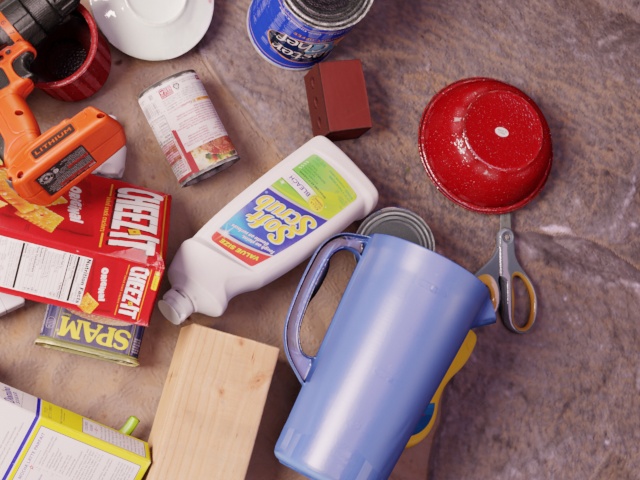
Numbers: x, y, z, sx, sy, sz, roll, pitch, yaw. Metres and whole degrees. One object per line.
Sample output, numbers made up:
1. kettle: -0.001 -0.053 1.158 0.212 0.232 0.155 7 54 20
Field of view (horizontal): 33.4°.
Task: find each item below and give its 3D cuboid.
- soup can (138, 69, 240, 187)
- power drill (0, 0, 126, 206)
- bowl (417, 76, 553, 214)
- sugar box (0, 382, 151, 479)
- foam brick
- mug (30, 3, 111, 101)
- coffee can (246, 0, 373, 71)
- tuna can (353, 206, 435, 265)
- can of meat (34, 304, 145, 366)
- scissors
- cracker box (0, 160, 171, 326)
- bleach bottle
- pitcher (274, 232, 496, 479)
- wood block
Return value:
1. soup can: -0.134 -0.114 1.086 0.068 0.069 0.102 -27 90 -17
2. power drill: -0.253 -0.136 0.950 0.184 0.057 0.188 -40 64 -3
3. bowl: 0.191 -0.113 1.174 0.162 0.055 0.162 2 77 -11
4. sugar box: -0.254 0.198 0.974 0.176 0.048 0.093 28 98 -16
5. foam brick: 0.018 -0.149 1.140 0.051 0.053 0.078 -8 84 -16
6. mug: -0.264 -0.189 1.047 0.117 0.081 0.093 27 86 7
7. coffee can: -0.012 -0.243 1.098 0.102 0.140 0.103 2 82 -15
8. tuna can: 0.077 0.007 1.130 0.086 0.033 0.086 0 96 2
9. can of meat: -0.218 0.072 1.044 0.102 0.057 0.084 15 77 -13
10. scissors: 0.189 0.007 1.185 0.096 0.016 0.202 -10 84 -15
11. cracker box: -0.250 -0.012 0.988 0.213 0.164 0.072 14 115 -12
12. bleach bottle: -0.057 0.001 1.060 0.102 0.068 0.250 47 59 2
13. pitcher: 0.045 0.119 1.029 0.144 0.149 0.243 39 74 -47
14. wood block: -0.117 0.193 1.037 0.090 0.091 0.206 17 79 -12
